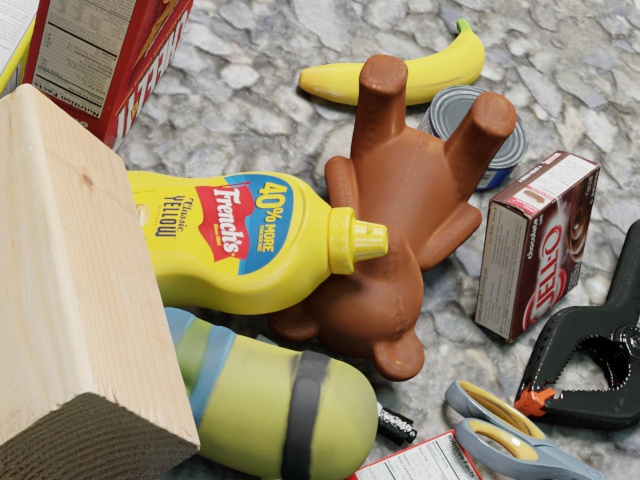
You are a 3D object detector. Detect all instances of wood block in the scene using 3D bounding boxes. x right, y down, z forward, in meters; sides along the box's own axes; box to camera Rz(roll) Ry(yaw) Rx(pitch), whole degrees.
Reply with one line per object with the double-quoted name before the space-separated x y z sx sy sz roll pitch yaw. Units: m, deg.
"wood block" -0.143 0.030 0.559 0.090 0.090 0.206 43 20 -49

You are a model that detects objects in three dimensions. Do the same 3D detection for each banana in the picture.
"banana" 0.074 -0.138 0.881 0.197 0.037 0.070 -22 42 -36

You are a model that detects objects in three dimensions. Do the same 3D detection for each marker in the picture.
"marker" 0.008 0.098 0.687 0.121 0.020 0.020 30 50 0

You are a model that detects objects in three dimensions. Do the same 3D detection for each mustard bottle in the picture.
"mustard bottle" -0.054 0.001 0.660 0.192 0.058 0.096 0 50 9

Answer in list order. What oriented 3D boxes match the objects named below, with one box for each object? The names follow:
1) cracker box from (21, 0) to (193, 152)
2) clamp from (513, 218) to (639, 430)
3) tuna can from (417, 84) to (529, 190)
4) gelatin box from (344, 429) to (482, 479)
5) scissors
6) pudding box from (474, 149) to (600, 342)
"cracker box" -0.122 -0.167 0.701 0.072 0.214 0.164 27 50 -5
"clamp" 0.220 0.071 0.781 0.209 0.036 0.164 -15 67 -27
"tuna can" 0.121 -0.082 0.857 0.086 0.034 0.086 11 52 -15
"gelatin box" 0.062 0.166 0.653 0.089 0.030 0.073 -15 61 -31
"scissors" 0.162 0.155 0.679 0.202 0.016 0.096 34 19 13
"pudding box" 0.153 0.004 0.756 0.039 0.113 0.089 26 44 33
